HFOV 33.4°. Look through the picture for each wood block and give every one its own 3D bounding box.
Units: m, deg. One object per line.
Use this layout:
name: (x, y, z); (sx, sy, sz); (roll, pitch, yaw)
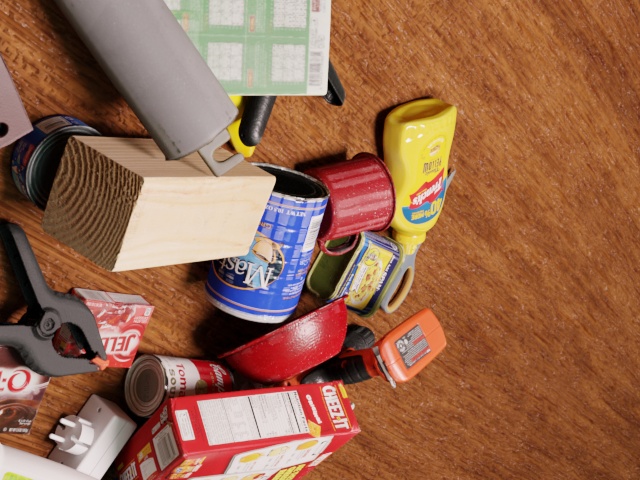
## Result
wood block: (-0.143, -0.036, 0.979); (0.205, 0.091, 0.090); (-7, 122, -61)

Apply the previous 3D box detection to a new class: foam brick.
foam brick: (-0.278, -0.115, 0.863); (0.053, 0.051, 0.078); (-35, 135, -23)

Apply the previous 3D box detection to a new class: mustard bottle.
mustard bottle: (0.112, -0.069, 1.278); (0.096, 0.058, 0.192); (-25, 131, -39)

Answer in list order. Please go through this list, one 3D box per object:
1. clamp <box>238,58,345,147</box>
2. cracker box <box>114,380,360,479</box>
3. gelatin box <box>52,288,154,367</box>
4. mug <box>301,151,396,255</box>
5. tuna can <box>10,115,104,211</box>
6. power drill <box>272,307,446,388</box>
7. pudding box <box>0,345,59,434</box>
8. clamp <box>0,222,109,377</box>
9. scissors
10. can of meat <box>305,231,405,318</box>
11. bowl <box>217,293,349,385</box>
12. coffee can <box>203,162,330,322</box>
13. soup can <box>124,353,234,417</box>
clamp: (-0.035, -0.201, 1.042); (0.164, 0.036, 0.210); (-40, 134, -44)
cracker box: (-0.092, 0.218, 1.145); (0.213, 0.072, 0.164); (-1, 150, -34)
gelatin box: (-0.218, 0.090, 1.071); (0.089, 0.030, 0.073); (11, 106, -48)
mug: (0.023, -0.036, 1.188); (0.081, 0.093, 0.117); (-15, 128, -33)
tuna can: (-0.231, -0.068, 0.954); (0.086, 0.034, 0.086); (-24, 130, -33)
power drill: (0.054, 0.135, 1.258); (0.184, 0.188, 0.057); (-34, 97, -46)
pudding box: (-0.312, 0.133, 0.998); (0.113, 0.039, 0.090); (13, 104, -49)
clamp: (-0.267, 0.080, 0.974); (0.120, 0.039, 0.171); (-51, 124, -21)
scissors: (0.107, 0.000, 1.350); (0.096, 0.016, 0.202); (3, 112, -46)
can of meat: (0.041, 0.034, 1.275); (0.083, 0.058, 0.102); (23, 97, -47)
bowl: (-0.031, 0.117, 1.181); (0.161, 0.162, 0.055); (-23, 87, -34)
coffee can: (-0.057, 0.001, 1.119); (0.102, 0.103, 0.140); (-3, 116, -44)
soup can: (-0.152, 0.159, 1.152); (0.102, 0.069, 0.068); (14, 104, -49)
